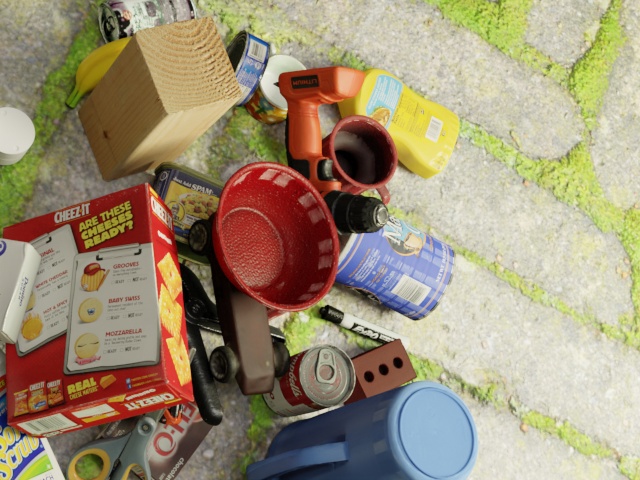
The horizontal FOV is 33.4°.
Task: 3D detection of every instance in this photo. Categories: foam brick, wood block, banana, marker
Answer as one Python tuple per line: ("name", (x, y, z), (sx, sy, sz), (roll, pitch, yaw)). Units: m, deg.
("foam brick", (0.062, 0.155, 1.250), (0.078, 0.051, 0.053), (-22, 86, -31))
("wood block", (-0.174, -0.144, 1.122), (0.090, 0.206, 0.091), (-19, 85, -32))
("banana", (-0.198, -0.205, 1.213), (0.197, 0.070, 0.037), (-20, 66, -31))
("marker", (0.052, 0.104, 1.280), (0.121, 0.020, 0.020), (24, 65, -20))

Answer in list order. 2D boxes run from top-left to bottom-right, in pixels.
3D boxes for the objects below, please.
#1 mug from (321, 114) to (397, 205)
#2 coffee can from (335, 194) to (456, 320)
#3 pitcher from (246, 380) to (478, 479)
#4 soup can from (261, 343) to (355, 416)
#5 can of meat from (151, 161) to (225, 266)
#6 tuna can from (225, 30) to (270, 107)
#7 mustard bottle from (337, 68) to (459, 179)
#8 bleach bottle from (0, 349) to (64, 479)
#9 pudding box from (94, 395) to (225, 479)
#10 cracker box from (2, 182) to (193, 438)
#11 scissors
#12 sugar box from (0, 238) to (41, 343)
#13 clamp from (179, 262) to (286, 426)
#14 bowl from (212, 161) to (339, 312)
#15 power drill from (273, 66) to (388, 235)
("mug", (0.041, -0.085, 1.294), (0.093, 0.082, 0.117), (-41, 96, -31))
("coffee can", (0.075, 0.021, 1.268), (0.140, 0.103, 0.102), (27, 64, -19))
("pitcher", (0.043, 0.226, 1.106), (0.145, 0.243, 0.149), (46, 53, -5))
("soup can", (-0.015, 0.156, 1.178), (0.068, 0.102, 0.068), (8, 71, -26))
("can of meat", (-0.146, -0.028, 1.191), (0.102, 0.058, 0.084), (23, 67, -21))
("tuna can", (-0.093, -0.201, 1.254), (0.033, 0.086, 0.086), (23, 65, -23))
("mustard bottle", (0.082, -0.163, 1.354), (0.191, 0.058, 0.096), (30, 64, -18))
("bleach bottle", (-0.318, 0.191, 1.022), (0.102, 0.068, 0.251), (-20, 83, -52))
("pudding box", (-0.168, 0.192, 1.121), (0.090, 0.039, 0.113), (43, 60, -10))
("cracker box", (-0.219, 0.070, 1.038), (0.164, 0.072, 0.214), (-16, 61, 11))
("scissors", (-0.192, 0.184, 1.056), (0.096, 0.016, 0.202), (16, 105, 1))
("sugar box", (-0.365, 0.036, 1.013), (0.176, 0.048, 0.093), (7, 68, 8))
("clamp", (-0.144, 0.091, 1.149), (0.210, 0.036, 0.164), (41, 38, -9))
("bowl", (-0.057, 0.001, 1.117), (0.161, 0.055, 0.162), (16, 65, -38))
("power drill", (0.006, -0.098, 1.200), (0.057, 0.185, 0.187), (5, 89, -47))
